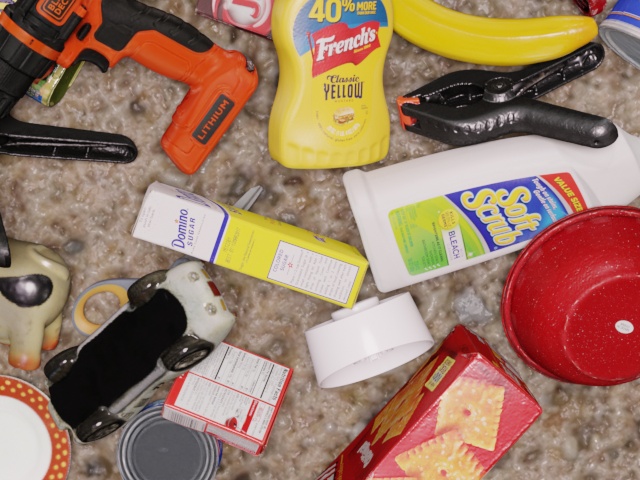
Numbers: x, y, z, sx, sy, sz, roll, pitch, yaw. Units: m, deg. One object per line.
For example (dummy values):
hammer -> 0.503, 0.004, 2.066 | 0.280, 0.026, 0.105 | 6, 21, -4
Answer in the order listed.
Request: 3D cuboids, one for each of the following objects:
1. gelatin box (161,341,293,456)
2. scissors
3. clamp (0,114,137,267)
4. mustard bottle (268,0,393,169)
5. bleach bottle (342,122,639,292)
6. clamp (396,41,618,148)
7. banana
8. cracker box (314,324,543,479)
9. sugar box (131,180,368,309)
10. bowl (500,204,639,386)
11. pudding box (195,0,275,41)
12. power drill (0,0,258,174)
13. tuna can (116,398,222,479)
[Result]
gelatin box -> -0.075, 0.125, 0.875 | 0.089, 0.030, 0.073 | 22, 56, 0
scissors -> -0.136, 0.022, 0.893 | 0.096, 0.016, 0.202 | 28, 96, 0
clamp -> -0.264, -0.082, 0.858 | 0.210, 0.164, 0.036 | 37, 139, 16
mustard bottle -> 0.009, -0.154, 0.823 | 0.096, 0.058, 0.192 | -6, 110, -21
bleach bottle -> 0.151, -0.042, 0.842 | 0.251, 0.068, 0.102 | -18, 121, 3
clamp -> 0.147, -0.102, 0.828 | 0.171, 0.120, 0.039 | -13, 125, 8
banana -> 0.114, -0.174, 0.839 | 0.198, 0.037, 0.070 | 25, 116, 12
cracker box -> 0.066, 0.169, 0.822 | 0.072, 0.164, 0.214 | 42, 95, 0
sugar box -> -0.055, 0.001, 0.838 | 0.176, 0.093, 0.048 | 21, 94, -8
bowl -> 0.226, 0.056, 0.833 | 0.162, 0.055, 0.162 | -2, 114, -4
pudding box -> -0.040, -0.220, 0.855 | 0.090, 0.039, 0.113 | 19, 96, 1
power drill -> -0.157, -0.130, 0.822 | 0.187, 0.057, 0.184 | 33, 101, -27
tuna can -> -0.126, 0.177, 0.897 | 0.086, 0.033, 0.086 | 0, 95, 3
